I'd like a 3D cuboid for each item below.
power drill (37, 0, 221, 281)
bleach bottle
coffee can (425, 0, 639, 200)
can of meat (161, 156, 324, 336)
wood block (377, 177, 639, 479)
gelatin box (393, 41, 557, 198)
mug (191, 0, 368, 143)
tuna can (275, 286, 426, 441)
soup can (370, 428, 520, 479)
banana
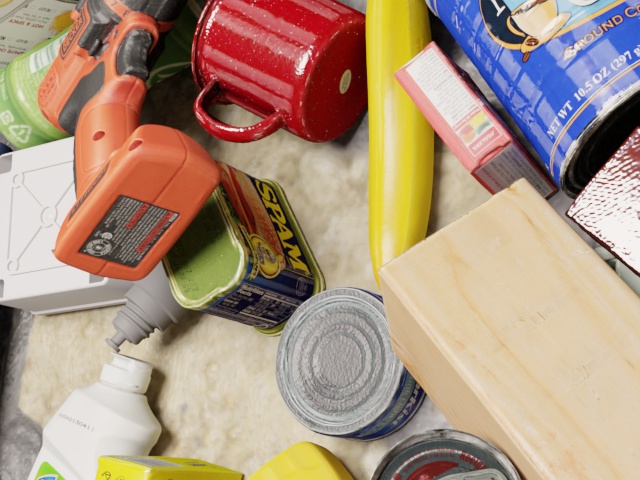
[{"bbox_3d":[-0.102,-0.086,0.601,0.185,0.057,0.187,-49,38,35],"label":"power drill"},{"bbox_3d":[-0.150,0.195,0.660,0.103,0.068,0.251,13,82,33],"label":"bleach bottle"},{"bbox_3d":[0.129,-0.105,0.542,0.103,0.102,0.140,-39,61,17],"label":"coffee can"},{"bbox_3d":[-0.054,0.001,0.637,0.057,0.083,0.102,-35,62,19],"label":"can of meat"},{"bbox_3d":[0.124,0.084,0.489,0.090,0.091,0.206,-32,59,-9],"label":"wood block"},{"bbox_3d":[0.084,-0.057,0.564,0.030,0.089,0.073,-40,61,13],"label":"gelatin box"},{"bbox_3d":[-0.024,-0.102,0.637,0.082,0.093,0.117,30,63,29],"label":"mug"},{"bbox_3d":[0.017,0.070,0.606,0.086,0.033,0.086,-8,73,29],"label":"tuna can"},{"bbox_3d":[0.057,0.139,0.494,0.068,0.102,0.068,-2,56,3],"label":"soup can"},{"bbox_3d":[0.041,-0.071,0.602,0.037,0.069,0.198,2,101,23],"label":"banana"}]
